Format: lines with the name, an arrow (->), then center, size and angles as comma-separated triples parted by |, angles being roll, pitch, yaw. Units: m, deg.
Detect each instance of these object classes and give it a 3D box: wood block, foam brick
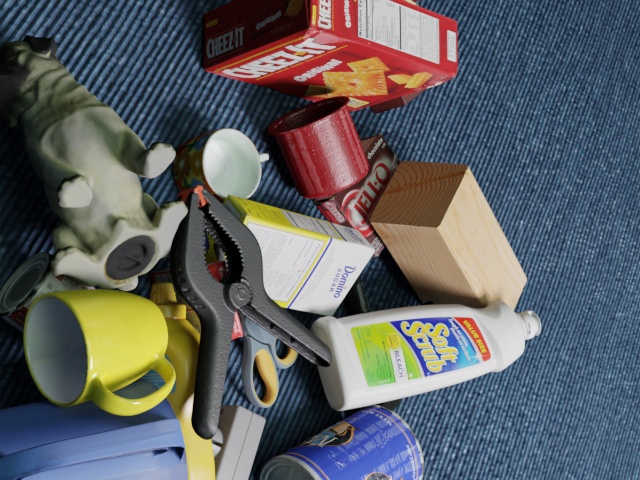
wood block -> 0.150, 0.011, 1.212 | 0.206, 0.091, 0.090 | 54, 54, -41
foam brick -> 0.091, -0.190, 1.246 | 0.078, 0.053, 0.051 | -39, 111, -39

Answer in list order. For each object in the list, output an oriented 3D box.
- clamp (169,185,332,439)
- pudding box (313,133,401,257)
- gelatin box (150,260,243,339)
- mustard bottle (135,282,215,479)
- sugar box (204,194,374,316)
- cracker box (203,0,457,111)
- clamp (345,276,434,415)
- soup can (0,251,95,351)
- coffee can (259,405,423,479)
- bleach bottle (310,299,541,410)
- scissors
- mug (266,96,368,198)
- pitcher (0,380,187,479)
clamp -> -0.071, 0.051, 0.945 | 0.164, 0.036, 0.210 | -17, 92, -44
pudding box -> 0.054, -0.050, 1.201 | 0.090, 0.039, 0.113 | 52, 54, -25
gelatin box -> -0.115, 0.059, 0.993 | 0.030, 0.089, 0.073 | -18, 96, -43
mustard bottle -> -0.138, 0.133, 0.956 | 0.058, 0.096, 0.191 | 1, 83, -43
sugar box -> -0.038, 0.018, 1.073 | 0.175, 0.048, 0.093 | 14, 117, -43
cracker box -> 0.012, -0.198, 1.097 | 0.213, 0.165, 0.072 | 8, 77, -42
clamp -> 0.058, 0.123, 1.182 | 0.120, 0.039, 0.171 | 27, 67, -18
soup can -> -0.217, 0.066, 0.912 | 0.102, 0.069, 0.068 | 45, 57, -29
coffee can -> 0.022, 0.241, 1.086 | 0.140, 0.103, 0.103 | -21, 99, -43
bleach bottle -> 0.121, 0.108, 1.149 | 0.250, 0.068, 0.102 | -12, 81, -20
scissors -> -0.060, 0.072, 1.052 | 0.096, 0.016, 0.202 | -40, 131, -47
mug -> 0.002, -0.101, 1.136 | 0.117, 0.093, 0.081 | -80, 149, -68
pitcher -> -0.229, 0.185, 0.823 | 0.242, 0.145, 0.149 | -4, 115, -36
